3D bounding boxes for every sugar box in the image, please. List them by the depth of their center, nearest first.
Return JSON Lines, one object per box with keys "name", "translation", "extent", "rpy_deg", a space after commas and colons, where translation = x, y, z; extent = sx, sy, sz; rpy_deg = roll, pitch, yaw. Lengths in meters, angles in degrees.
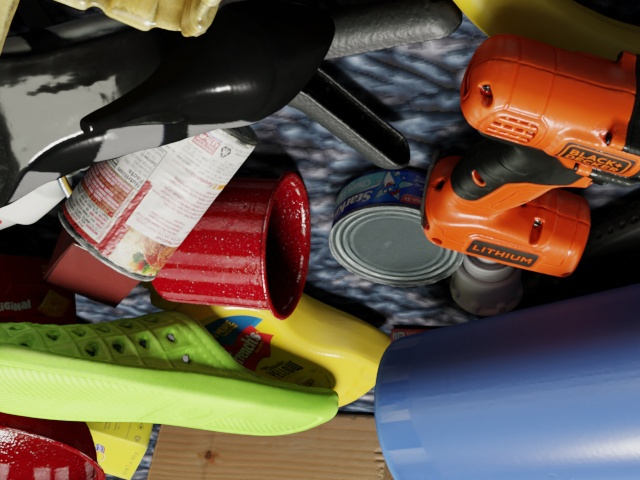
{"name": "sugar box", "translation": [-0.247, 0.165, 0.982], "extent": [0.176, 0.048, 0.093], "rpy_deg": [16, 144, -11]}

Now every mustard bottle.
{"name": "mustard bottle", "translation": [-0.049, 0.059, 0.777], "extent": [0.191, 0.058, 0.096], "rpy_deg": [29, 145, -24]}

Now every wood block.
{"name": "wood block", "translation": [-0.039, 0.210, 0.954], "extent": [0.206, 0.090, 0.090], "rpy_deg": [1, 143, 12]}

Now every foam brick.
{"name": "foam brick", "translation": [-0.136, -0.006, 0.691], "extent": [0.051, 0.078, 0.053], "rpy_deg": [27, 141, -20]}

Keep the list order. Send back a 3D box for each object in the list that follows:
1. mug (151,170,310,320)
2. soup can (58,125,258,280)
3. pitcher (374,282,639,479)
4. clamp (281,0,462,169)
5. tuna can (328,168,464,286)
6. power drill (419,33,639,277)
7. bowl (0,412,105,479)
{"name": "mug", "translation": [-0.054, 0.001, 0.684], "extent": [0.082, 0.093, 0.117], "rpy_deg": [4, -179, 17]}
{"name": "soup can", "translation": [-0.091, -0.037, 0.604], "extent": [0.068, 0.068, 0.102], "rpy_deg": [33, 103, -29]}
{"name": "pitcher", "translation": [0.166, 0.102, 0.656], "extent": [0.243, 0.149, 0.144], "rpy_deg": [-12, -177, 26]}
{"name": "clamp", "translation": [-0.012, -0.103, 0.560], "extent": [0.171, 0.039, 0.120], "rpy_deg": [18, 136, -9]}
{"name": "tuna can", "translation": [0.050, -0.008, 0.680], "extent": [0.086, 0.033, 0.086], "rpy_deg": [7, 145, 5]}
{"name": "power drill", "translation": [0.142, -0.034, 0.560], "extent": [0.184, 0.057, 0.188], "rpy_deg": [17, 160, -6]}
{"name": "bowl", "translation": [-0.249, 0.156, 0.864], "extent": [0.162, 0.055, 0.162], "rpy_deg": [5, 148, 3]}
